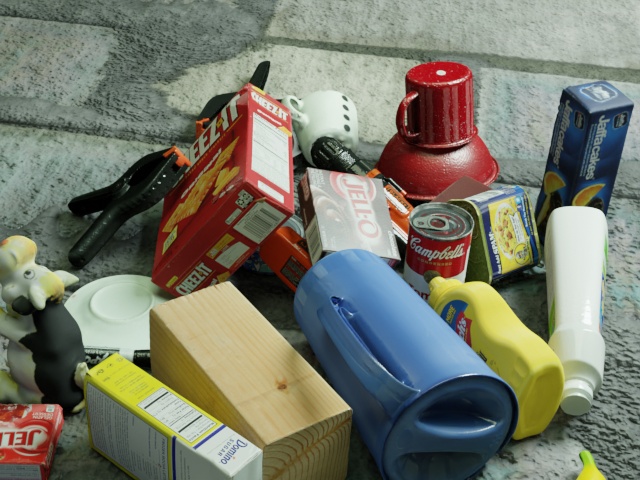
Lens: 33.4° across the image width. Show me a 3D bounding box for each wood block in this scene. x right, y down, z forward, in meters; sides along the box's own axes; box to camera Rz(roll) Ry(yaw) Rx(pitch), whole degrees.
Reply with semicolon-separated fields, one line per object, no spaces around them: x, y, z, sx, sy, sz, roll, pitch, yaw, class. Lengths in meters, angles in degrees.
-0.069;0.137;0.969;0.090;0.090;0.206;-18;40;-29;wood block

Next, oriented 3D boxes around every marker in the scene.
-0.215;0.114;1.051;0.121;0.020;0.020;3;35;0;marker

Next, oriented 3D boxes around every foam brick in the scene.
0.162;-0.028;1.236;0.078;0.051;0.053;-37;49;-23;foam brick

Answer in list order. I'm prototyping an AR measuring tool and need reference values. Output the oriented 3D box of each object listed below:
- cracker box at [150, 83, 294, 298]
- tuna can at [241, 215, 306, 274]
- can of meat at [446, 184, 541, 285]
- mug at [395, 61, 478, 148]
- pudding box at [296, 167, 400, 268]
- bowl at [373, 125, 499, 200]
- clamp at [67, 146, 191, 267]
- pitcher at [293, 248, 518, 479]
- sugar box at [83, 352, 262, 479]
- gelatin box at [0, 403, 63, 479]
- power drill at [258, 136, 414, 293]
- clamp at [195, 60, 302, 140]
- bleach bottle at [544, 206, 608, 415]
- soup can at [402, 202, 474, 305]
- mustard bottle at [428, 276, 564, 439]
-0.106;-0.054;1.169;0.072;0.164;0.213;34;28;-24;cracker box
-0.058;0.001;1.208;0.086;0.034;0.086;2;35;-2;tuna can
0.192;-0.006;1.179;0.083;0.102;0.058;-18;11;-31;can of meat
0.136;-0.163;1.294;0.117;0.081;0.093;-24;34;-30;mug
0.028;-0.019;1.118;0.089;0.039;0.113;7;53;-22;pudding box
0.143;-0.110;1.342;0.162;0.055;0.162;-5;29;2;bowl
-0.224;-0.052;1.211;0.171;0.039;0.120;-37;41;3;clamp
0.060;0.105;0.981;0.144;0.149;0.243;-12;35;-20;pitcher
-0.126;0.176;0.906;0.176;0.093;0.048;26;41;28;sugar box
-0.279;0.179;0.945;0.089;0.030;0.073;2;35;-1;gelatin box
0.019;-0.020;1.177;0.184;0.057;0.187;43;50;10;power drill
-0.094;-0.189;1.472;0.209;0.036;0.165;-23;43;-32;clamp
0.259;0.078;1.084;0.068;0.102;0.250;2;41;12;bleach bottle
0.123;0.020;1.136;0.068;0.102;0.068;2;35;-2;soup can
0.159;0.096;1.036;0.058;0.096;0.192;-13;38;-20;mustard bottle
